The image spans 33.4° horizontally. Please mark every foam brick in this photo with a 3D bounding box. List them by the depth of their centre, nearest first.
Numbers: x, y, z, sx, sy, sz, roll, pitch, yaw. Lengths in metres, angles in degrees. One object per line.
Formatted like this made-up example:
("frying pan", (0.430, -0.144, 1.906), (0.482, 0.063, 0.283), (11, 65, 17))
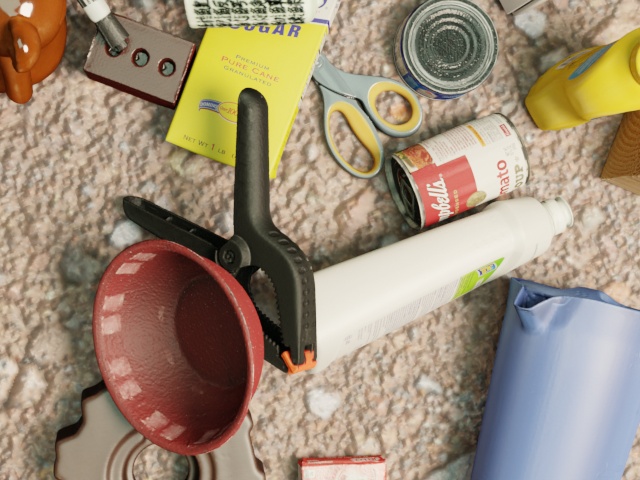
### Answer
("foam brick", (-0.144, -0.144, 0.859), (0.078, 0.051, 0.053), (19, 88, -8))

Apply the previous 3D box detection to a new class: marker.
("marker", (-0.182, -0.195, 0.799), (0.020, 0.020, 0.121), (-37, 114, -6))

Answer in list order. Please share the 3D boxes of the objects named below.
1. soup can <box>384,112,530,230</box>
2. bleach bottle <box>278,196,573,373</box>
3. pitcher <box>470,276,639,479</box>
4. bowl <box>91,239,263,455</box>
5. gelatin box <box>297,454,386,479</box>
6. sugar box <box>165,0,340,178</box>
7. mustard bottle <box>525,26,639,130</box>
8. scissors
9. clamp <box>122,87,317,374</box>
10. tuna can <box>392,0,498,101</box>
("soup can", (0.113, -0.058, 0.885), (0.102, 0.068, 0.068), (-22, 94, -11))
("bleach bottle", (0.092, 0.025, 0.880), (0.250, 0.103, 0.068), (-22, 73, -13))
("pitcher", (0.201, 0.159, 0.880), (0.149, 0.145, 0.243), (14, 92, 4))
("bowl", (-0.096, 0.074, 0.795), (0.055, 0.162, 0.162), (-16, 94, -52))
("gelatin box", (0.019, 0.227, 0.896), (0.073, 0.030, 0.089), (-1, 91, -8))
("sugar box", (-0.051, -0.146, 0.865), (0.093, 0.048, 0.176), (20, 94, 0))
("mustard bottle", (0.235, -0.130, 0.841), (0.096, 0.192, 0.058), (-30, 95, -7))
("scissors", (0.017, -0.151, 0.898), (0.096, 0.016, 0.202), (-24, 94, -4))
("clamp", (-0.055, 0.001, 0.811), (0.165, 0.036, 0.210), (-45, 70, 30))
("tuna can", (0.106, -0.163, 0.902), (0.086, 0.034, 0.086), (0, 91, -8))
